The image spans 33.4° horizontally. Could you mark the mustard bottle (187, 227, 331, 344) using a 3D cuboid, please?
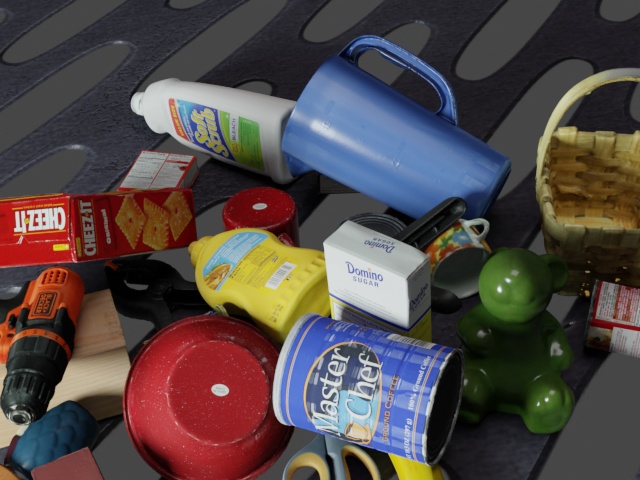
[{"bbox_3d":[-0.069,0.034,1.070,0.192,0.058,0.096,21,62,43],"label":"mustard bottle"}]

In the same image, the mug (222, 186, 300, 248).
[{"bbox_3d":[-0.058,0.001,1.162,0.093,0.081,0.117,-24,44,-24],"label":"mug"}]

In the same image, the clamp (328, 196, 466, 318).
[{"bbox_3d":[0.055,0.040,1.080,0.210,0.036,0.164,-21,32,17],"label":"clamp"}]

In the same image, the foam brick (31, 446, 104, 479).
[{"bbox_3d":[-0.206,0.224,0.903,0.053,0.078,0.051,-20,44,-19],"label":"foam brick"}]

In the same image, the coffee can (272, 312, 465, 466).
[{"bbox_3d":[0.043,0.128,0.929,0.140,0.103,0.102,12,42,22],"label":"coffee can"}]

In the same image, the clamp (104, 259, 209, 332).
[{"bbox_3d":[-0.168,0.068,1.124,0.172,0.039,0.120,14,37,25],"label":"clamp"}]

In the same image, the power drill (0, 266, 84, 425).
[{"bbox_3d":[-0.312,0.093,0.945,0.187,0.057,0.184,0,34,1],"label":"power drill"}]

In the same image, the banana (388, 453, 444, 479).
[{"bbox_3d":[0.075,0.227,0.910,0.069,0.037,0.198,-5,36,0],"label":"banana"}]

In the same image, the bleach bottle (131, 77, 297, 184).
[{"bbox_3d":[-0.136,-0.146,1.351,0.251,0.102,0.068,15,34,31],"label":"bleach bottle"}]

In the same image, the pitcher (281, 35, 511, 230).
[{"bbox_3d":[0.092,-0.109,1.203,0.243,0.149,0.144,29,56,10],"label":"pitcher"}]

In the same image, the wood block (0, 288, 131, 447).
[{"bbox_3d":[-0.287,0.129,1.015,0.206,0.091,0.090,-14,40,-13],"label":"wood block"}]

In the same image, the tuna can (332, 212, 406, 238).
[{"bbox_3d":[0.057,0.008,1.184,0.086,0.034,0.086,-2,39,1],"label":"tuna can"}]

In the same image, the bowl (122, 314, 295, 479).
[{"bbox_3d":[-0.094,0.139,0.952,0.162,0.055,0.162,3,73,-11],"label":"bowl"}]

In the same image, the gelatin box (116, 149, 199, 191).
[{"bbox_3d":[-0.197,-0.072,1.303,0.073,0.030,0.089,6,40,13],"label":"gelatin box"}]

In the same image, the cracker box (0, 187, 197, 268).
[{"bbox_3d":[-0.251,-0.014,1.093,0.164,0.072,0.213,-5,1,25],"label":"cracker box"}]

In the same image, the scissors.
[{"bbox_3d":[-0.006,0.177,0.993,0.096,0.016,0.202,-10,40,-17],"label":"scissors"}]

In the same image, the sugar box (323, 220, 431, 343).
[{"bbox_3d":[0.056,0.072,0.992,0.093,0.176,0.048,24,47,30],"label":"sugar box"}]
